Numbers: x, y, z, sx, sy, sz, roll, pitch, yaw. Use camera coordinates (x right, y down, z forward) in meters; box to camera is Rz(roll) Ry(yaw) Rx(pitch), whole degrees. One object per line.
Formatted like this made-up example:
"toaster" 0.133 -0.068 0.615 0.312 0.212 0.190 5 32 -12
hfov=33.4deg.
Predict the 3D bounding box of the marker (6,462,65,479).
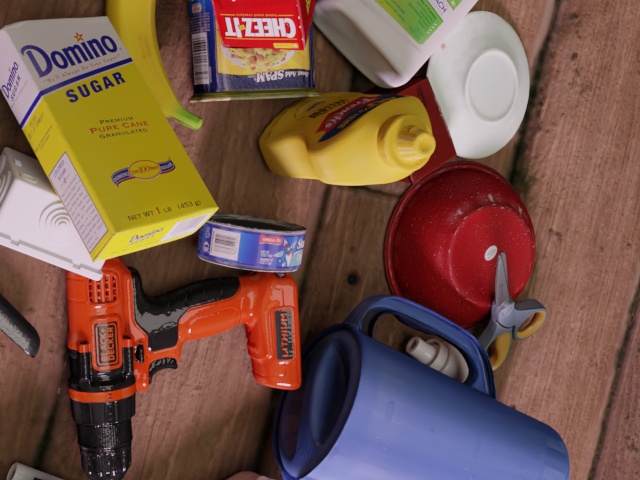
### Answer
"marker" -0.192 0.206 0.855 0.121 0.020 0.020 28 85 -27

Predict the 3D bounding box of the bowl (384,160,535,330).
"bowl" 0.140 0.010 0.970 0.161 0.055 0.162 -4 99 -26

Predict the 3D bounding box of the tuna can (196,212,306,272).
"tuna can" -0.056 0.001 0.853 0.086 0.086 0.034 5 98 -27

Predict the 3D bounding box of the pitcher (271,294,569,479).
"pitcher" 0.094 0.163 0.913 0.242 0.145 0.149 24 126 -23

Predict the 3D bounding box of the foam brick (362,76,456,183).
"foam brick" 0.073 -0.097 0.921 0.053 0.051 0.078 -31 111 -20

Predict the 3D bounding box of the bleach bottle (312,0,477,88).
"bleach bottle" 0.106 -0.250 0.906 0.102 0.068 0.250 43 73 -17

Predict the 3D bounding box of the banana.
"banana" -0.129 -0.181 0.810 0.069 0.037 0.198 -4 96 -10

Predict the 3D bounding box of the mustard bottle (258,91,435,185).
"mustard bottle" 0.030 -0.079 0.823 0.096 0.192 0.058 -29 110 -20

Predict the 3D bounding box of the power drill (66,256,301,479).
"power drill" -0.109 0.095 0.857 0.187 0.057 0.184 -6 101 -26

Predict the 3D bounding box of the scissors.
"scissors" 0.175 0.053 0.950 0.096 0.016 0.202 -29 148 -24

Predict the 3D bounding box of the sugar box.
"sugar box" -0.154 -0.077 0.751 0.093 0.048 0.176 -17 73 -45

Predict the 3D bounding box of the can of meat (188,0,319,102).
"can of meat" -0.054 -0.153 0.846 0.101 0.058 0.084 -6 99 -26
